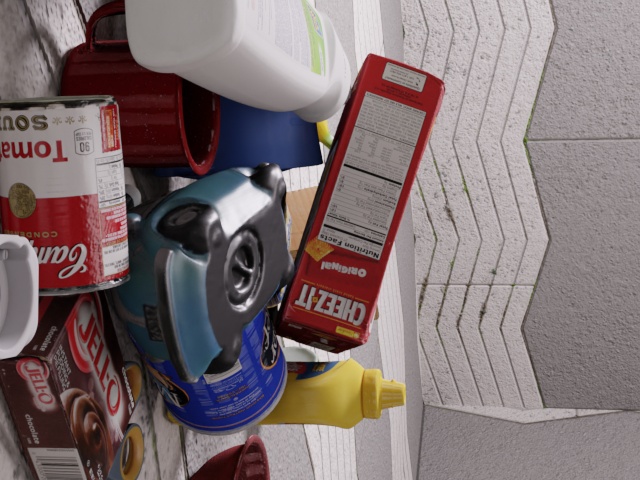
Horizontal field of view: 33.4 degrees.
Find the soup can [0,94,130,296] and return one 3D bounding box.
[{"bbox_3d":[-0.141,-0.027,0.583,0.068,0.068,0.102,-46,135,-76],"label":"soup can"}]

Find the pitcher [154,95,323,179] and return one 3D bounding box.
[{"bbox_3d":[-0.076,-0.167,0.814,0.149,0.144,0.243,-163,-112,-73],"label":"pitcher"}]

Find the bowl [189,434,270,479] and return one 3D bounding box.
[{"bbox_3d":[-0.086,0.252,0.940,0.162,0.055,0.162,0,90,-80],"label":"bowl"}]

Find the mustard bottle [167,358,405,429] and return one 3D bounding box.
[{"bbox_3d":[-0.025,0.127,0.891,0.096,0.192,0.058,0,90,-80],"label":"mustard bottle"}]

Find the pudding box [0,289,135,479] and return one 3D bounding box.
[{"bbox_3d":[-0.148,0.085,0.631,0.090,0.039,0.113,-76,163,-56],"label":"pudding box"}]

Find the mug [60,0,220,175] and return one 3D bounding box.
[{"bbox_3d":[-0.117,-0.098,0.682,0.093,0.081,0.117,-77,164,-51],"label":"mug"}]

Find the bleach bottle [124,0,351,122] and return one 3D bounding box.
[{"bbox_3d":[-0.034,-0.123,0.684,0.250,0.068,0.102,24,59,-67],"label":"bleach bottle"}]

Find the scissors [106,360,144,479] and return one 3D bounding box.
[{"bbox_3d":[-0.148,0.162,0.698,0.201,0.016,0.096,-76,163,-54],"label":"scissors"}]

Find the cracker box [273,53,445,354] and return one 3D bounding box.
[{"bbox_3d":[0.028,-0.021,0.856,0.164,0.072,0.213,120,-12,-80],"label":"cracker box"}]

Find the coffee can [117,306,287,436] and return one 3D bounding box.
[{"bbox_3d":[-0.086,0.069,0.798,0.140,0.103,0.102,77,17,-53],"label":"coffee can"}]
